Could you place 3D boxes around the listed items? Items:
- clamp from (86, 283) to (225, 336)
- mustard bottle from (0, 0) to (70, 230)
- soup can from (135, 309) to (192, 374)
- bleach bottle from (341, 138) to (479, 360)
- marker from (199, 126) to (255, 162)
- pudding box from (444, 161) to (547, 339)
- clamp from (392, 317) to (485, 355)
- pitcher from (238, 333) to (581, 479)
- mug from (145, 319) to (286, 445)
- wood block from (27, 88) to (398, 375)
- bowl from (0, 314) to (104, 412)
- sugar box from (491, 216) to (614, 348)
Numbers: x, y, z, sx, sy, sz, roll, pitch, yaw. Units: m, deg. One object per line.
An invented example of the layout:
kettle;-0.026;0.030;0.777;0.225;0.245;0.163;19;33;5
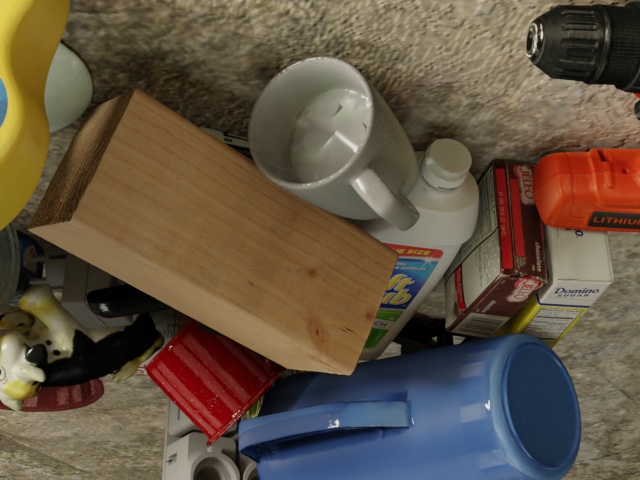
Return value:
clamp;-0.087;0.031;0.774;0.171;0.120;0.039;43;177;-40
mustard bottle;-0.178;-0.057;0.519;0.096;0.191;0.058;-6;153;12
soup can;-0.131;0.085;0.942;0.102;0.068;0.068;3;153;-4
bleach bottle;0.043;0.005;0.788;0.102;0.068;0.251;17;147;-7
marker;-0.025;-0.054;0.716;0.121;0.020;0.020;11;151;-21
pudding box;0.122;0.009;0.764;0.039;0.090;0.114;8;153;-13
clamp;0.106;0.092;0.988;0.164;0.036;0.210;1;156;9
pitcher;0.064;0.145;0.817;0.243;0.149;0.145;-22;106;42
mug;-0.079;0.097;0.862;0.081;0.093;0.117;45;111;0
wood block;-0.065;0.001;0.678;0.205;0.090;0.091;31;161;-25
bowl;-0.284;0.113;1.010;0.162;0.055;0.162;0;153;0
sugar box;0.162;0.025;0.793;0.048;0.093;0.176;2;153;-4
